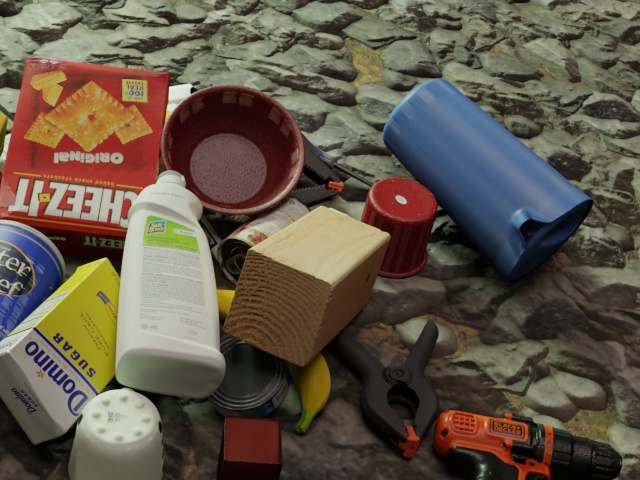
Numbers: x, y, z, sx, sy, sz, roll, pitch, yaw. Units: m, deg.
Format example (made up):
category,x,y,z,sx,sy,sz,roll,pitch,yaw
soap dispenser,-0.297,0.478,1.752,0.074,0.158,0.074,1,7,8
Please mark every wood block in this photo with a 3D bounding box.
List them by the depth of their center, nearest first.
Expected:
category,x,y,z,sx,sy,sz,roll,pitch,yaw
wood block,-0.008,0.040,1.078,0.090,0.091,0.205,23,19,13

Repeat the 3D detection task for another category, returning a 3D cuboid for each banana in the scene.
category,x,y,z,sx,sy,sz,roll,pitch,yaw
banana,-0.045,0.107,1.091,0.069,0.037,0.198,-18,50,-31

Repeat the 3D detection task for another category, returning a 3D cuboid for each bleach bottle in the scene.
category,x,y,z,sx,sy,sz,roll,pitch,yaw
bleach bottle,-0.145,0.031,1.054,0.102,0.068,0.251,12,46,-17

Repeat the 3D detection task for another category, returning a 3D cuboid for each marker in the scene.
category,x,y,z,sx,sy,sz,roll,pitch,yaw
marker,-0.142,-0.030,1.197,0.020,0.020,0.121,-29,79,-37

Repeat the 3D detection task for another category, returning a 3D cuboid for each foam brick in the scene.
category,x,y,z,sx,sy,sz,roll,pitch,yaw
foam brick,-0.065,0.201,0.954,0.051,0.078,0.053,5,40,-9

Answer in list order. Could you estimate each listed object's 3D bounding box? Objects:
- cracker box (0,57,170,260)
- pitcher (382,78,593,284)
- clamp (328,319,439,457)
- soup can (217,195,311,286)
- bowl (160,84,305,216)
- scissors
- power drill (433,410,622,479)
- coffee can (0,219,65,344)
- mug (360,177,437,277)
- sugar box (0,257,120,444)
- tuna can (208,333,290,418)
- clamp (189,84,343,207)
category,x,y,z,sx,sy,sz,roll,pitch,yaw
cracker box,-0.259,-0.093,1.181,0.164,0.072,0.213,7,63,-6
pitcher,0.192,-0.074,1.259,0.144,0.149,0.243,-32,67,-28
clamp,0.065,0.141,1.082,0.120,0.039,0.171,0,39,1
soup can,-0.058,0.001,1.181,0.068,0.069,0.102,29,44,17
bowl,-0.100,-0.093,1.202,0.162,0.055,0.162,4,68,-10
scissors,0.000,-0.107,1.310,0.202,0.096,0.016,26,80,17
power drill,0.192,0.246,0.986,0.184,0.057,0.187,10,39,2
coffee can,-0.317,0.063,1.023,0.103,0.103,0.140,13,42,0
mug,0.092,-0.025,1.235,0.093,0.082,0.117,24,43,12
sugar box,-0.231,0.098,0.992,0.048,0.093,0.176,-21,19,26
tuna can,-0.073,0.132,1.040,0.086,0.034,0.086,-4,57,6
clamp,-0.075,-0.095,1.264,0.209,0.036,0.164,7,75,-15
